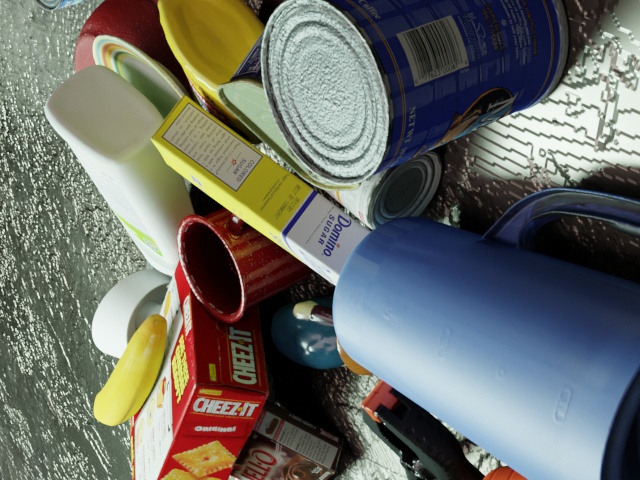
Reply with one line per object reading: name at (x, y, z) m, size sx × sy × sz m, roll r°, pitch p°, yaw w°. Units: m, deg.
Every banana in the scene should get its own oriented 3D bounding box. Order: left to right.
banana at (-0.179, 0.128, 0.975) m, size 0.198 × 0.037 × 0.069 m, roll 135°, pitch 141°, yaw -58°

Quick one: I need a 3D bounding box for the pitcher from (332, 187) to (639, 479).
pitcher at (0.121, 0.055, 0.626) m, size 0.243 × 0.149 × 0.145 m, roll 25°, pitch 150°, yaw 49°

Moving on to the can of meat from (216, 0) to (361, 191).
can of meat at (0.001, -0.094, 0.654) m, size 0.102 × 0.084 × 0.058 m, roll 42°, pitch 158°, yaw -28°

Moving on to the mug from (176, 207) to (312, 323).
mug at (-0.056, 0.001, 0.864) m, size 0.093 × 0.081 × 0.117 m, roll 47°, pitch 143°, yaw 26°

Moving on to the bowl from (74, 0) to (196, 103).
bowl at (-0.174, -0.147, 0.959) m, size 0.162 × 0.055 × 0.162 m, roll 33°, pitch 136°, yaw 40°

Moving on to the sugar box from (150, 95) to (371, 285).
sugar box at (-0.035, -0.027, 0.764) m, size 0.176 × 0.048 × 0.093 m, roll 38°, pitch 175°, yaw 5°

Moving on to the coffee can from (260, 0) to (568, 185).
coffee can at (0.053, -0.101, 0.591) m, size 0.103 × 0.140 × 0.103 m, roll 33°, pitch 135°, yaw 39°

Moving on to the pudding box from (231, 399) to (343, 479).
pudding box at (-0.040, 0.195, 0.972) m, size 0.090 × 0.039 × 0.114 m, roll 27°, pitch 142°, yaw -6°

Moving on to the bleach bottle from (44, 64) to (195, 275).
bleach bottle at (-0.156, -0.041, 0.938) m, size 0.103 × 0.068 × 0.251 m, roll 40°, pitch 162°, yaw 23°

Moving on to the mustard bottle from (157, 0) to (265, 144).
mustard bottle at (-0.066, -0.118, 0.776) m, size 0.096 × 0.058 × 0.191 m, roll 48°, pitch 175°, yaw 6°

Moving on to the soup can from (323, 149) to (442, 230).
soup can at (0.024, -0.059, 0.726) m, size 0.102 × 0.068 × 0.068 m, roll 40°, pitch 140°, yaw 32°

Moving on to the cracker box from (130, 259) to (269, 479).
cracker box at (-0.113, 0.139, 0.955) m, size 0.164 × 0.072 × 0.214 m, roll -102°, pitch 29°, yaw -46°

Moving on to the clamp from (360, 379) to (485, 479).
clamp at (0.086, 0.158, 0.760) m, size 0.120 × 0.039 × 0.171 m, roll 18°, pitch 157°, yaw 37°
